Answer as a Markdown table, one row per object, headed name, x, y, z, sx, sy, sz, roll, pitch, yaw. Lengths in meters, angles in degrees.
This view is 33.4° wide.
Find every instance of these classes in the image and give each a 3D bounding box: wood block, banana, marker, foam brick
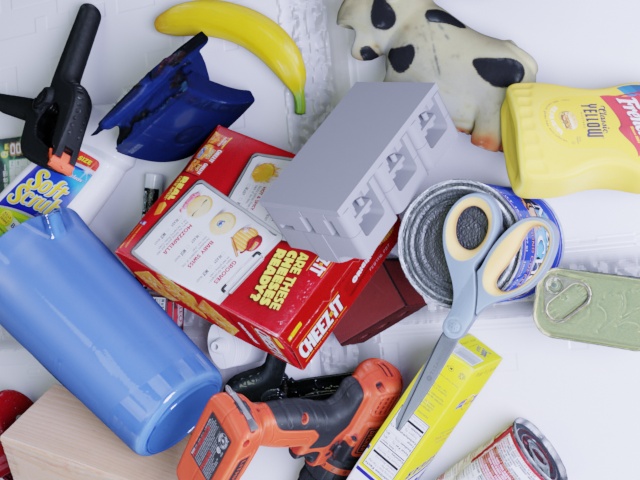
| name | x | y | z | sx | sy | sz | roll | pitch | yaw |
| --- | --- | --- | --- | --- | --- | --- | --- | --- | --- |
| wood block | -0.205 | 0.227 | 1.071 | 0.206 | 0.090 | 0.090 | 12 | 127 | 25 |
| banana | -0.083 | -0.199 | 1.057 | 0.198 | 0.037 | 0.070 | 34 | 104 | 22 |
| marker | -0.179 | -0.010 | 1.113 | 0.020 | 0.020 | 0.121 | 8 | 93 | 26 |
| foam brick | 0.047 | 0.057 | 0.984 | 0.078 | 0.052 | 0.051 | -33 | 76 | 23 |

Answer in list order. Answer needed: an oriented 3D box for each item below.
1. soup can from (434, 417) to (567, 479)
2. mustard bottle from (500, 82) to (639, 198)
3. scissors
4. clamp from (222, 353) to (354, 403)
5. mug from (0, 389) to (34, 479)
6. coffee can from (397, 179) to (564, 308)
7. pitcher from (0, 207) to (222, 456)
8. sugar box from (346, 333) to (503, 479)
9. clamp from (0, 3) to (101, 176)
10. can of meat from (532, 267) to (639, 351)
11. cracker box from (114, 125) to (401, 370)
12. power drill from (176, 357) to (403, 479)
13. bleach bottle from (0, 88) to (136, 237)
| name | x | y | z | sx | sy | sz | roll | pitch | yaw |
| --- | --- | --- | --- | --- | --- | --- | --- | --- | --- |
| soup can | 0.152 | 0.210 | 0.924 | 0.102 | 0.068 | 0.068 | -41 | 73 | 20 |
| mustard bottle | 0.246 | -0.082 | 0.857 | 0.191 | 0.058 | 0.096 | -1 | 58 | -3 |
| scissors | 0.097 | 0.046 | 0.823 | 0.202 | 0.016 | 0.096 | -47 | 70 | 18 |
| clamp | -0.029 | 0.145 | 1.016 | 0.120 | 0.039 | 0.172 | 34 | 126 | -14 |
| mug | -0.347 | 0.223 | 1.163 | 0.082 | 0.093 | 0.117 | -31 | 108 | 18 |
| coffee can | 0.137 | 0.003 | 0.891 | 0.103 | 0.140 | 0.103 | 0 | 90 | 26 |
| pitcher | -0.214 | 0.096 | 1.034 | 0.243 | 0.149 | 0.145 | 42 | 88 | 20 |
| sugar box | 0.087 | 0.167 | 0.942 | 0.048 | 0.093 | 0.176 | 35 | 105 | 21 |
| clamp | -0.285 | -0.136 | 1.111 | 0.165 | 0.036 | 0.210 | -36 | 44 | 25 |
| can of meat | 0.235 | 0.054 | 0.875 | 0.102 | 0.083 | 0.057 | 7 | 93 | 26 |
| cracker box | -0.056 | 0.001 | 0.969 | 0.214 | 0.072 | 0.164 | 24 | 68 | 36 |
| power drill | -0.030 | 0.185 | 0.939 | 0.057 | 0.187 | 0.185 | 48 | 125 | 36 |
| bleach bottle | -0.274 | -0.058 | 1.124 | 0.103 | 0.068 | 0.251 | 41 | 96 | 20 |
